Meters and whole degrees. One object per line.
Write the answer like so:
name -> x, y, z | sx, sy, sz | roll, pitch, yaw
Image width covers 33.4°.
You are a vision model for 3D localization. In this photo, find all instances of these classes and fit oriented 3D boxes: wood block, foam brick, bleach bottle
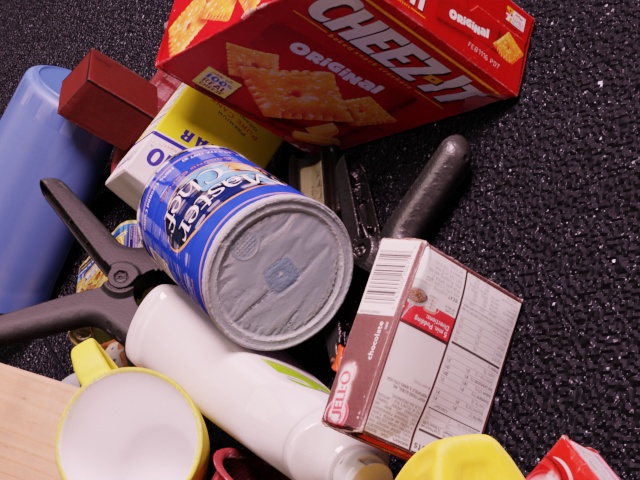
wood block -> -0.195, 0.155, 0.793 | 0.206, 0.090, 0.090 | 12, 73, 25
foam brick -> -0.199, -0.132, 1.004 | 0.051, 0.078, 0.053 | -41, 35, 29
bleach bottle -> -0.037, 0.102, 0.688 | 0.251, 0.102, 0.068 | 27, 93, 58

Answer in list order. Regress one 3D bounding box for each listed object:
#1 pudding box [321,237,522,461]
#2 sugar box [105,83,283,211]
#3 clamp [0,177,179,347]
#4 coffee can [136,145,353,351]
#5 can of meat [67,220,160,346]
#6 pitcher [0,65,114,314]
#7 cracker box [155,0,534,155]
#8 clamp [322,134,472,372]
pudding box -> 0.059, 0.067, 0.595 | 0.039, 0.089, 0.113 | 3, 68, 53
sugar box -> -0.084, -0.083, 0.854 | 0.048, 0.093, 0.176 | -26, 29, 52
clamp -> -0.158, 0.029, 0.840 | 0.036, 0.210, 0.164 | 97, -178, -56
coffee can -> -0.055, 0.001, 0.724 | 0.103, 0.102, 0.140 | -60, 32, 3
can of meat -> -0.183, 0.043, 0.975 | 0.102, 0.057, 0.084 | -41, 36, 28
pitcher -> -0.295, -0.056, 1.112 | 0.243, 0.144, 0.149 | -59, 37, 20
cracker box -> 0.011, -0.136, 0.743 | 0.214, 0.164, 0.072 | -11, 59, 50
clamp -> 0.033, 0.007, 0.721 | 0.120, 0.039, 0.171 | 5, 71, 58
